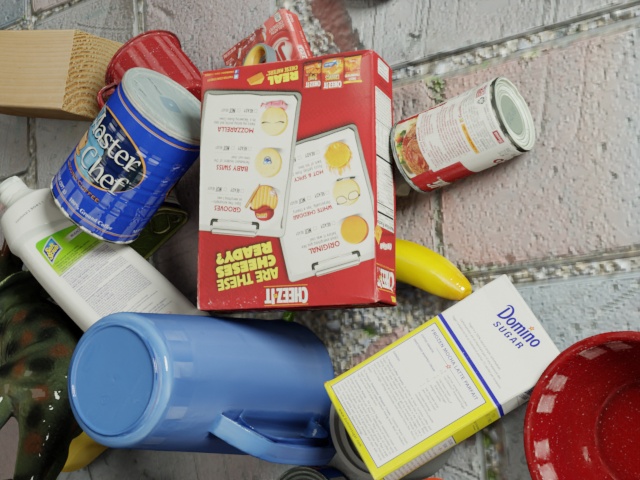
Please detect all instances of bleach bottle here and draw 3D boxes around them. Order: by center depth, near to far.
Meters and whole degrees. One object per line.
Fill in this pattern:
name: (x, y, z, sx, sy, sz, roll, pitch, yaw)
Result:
bleach bottle: (-0.231, 0.026, 1.083, 0.251, 0.102, 0.068, 45, 155, 9)

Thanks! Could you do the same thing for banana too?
banana: (0.047, 0.030, 0.962, 0.198, 0.037, 0.069, -10, 86, 36)

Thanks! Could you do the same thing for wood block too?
wood block: (-0.322, -0.190, 1.235, 0.206, 0.090, 0.091, 8, 90, 38)

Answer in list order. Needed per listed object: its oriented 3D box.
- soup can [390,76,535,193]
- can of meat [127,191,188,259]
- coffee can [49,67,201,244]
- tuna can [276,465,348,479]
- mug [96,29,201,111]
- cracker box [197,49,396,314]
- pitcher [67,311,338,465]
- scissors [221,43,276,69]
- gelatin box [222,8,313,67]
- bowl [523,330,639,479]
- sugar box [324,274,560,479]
soup can: (0.120, -0.088, 0.897, 0.102, 0.068, 0.068, -22, 72, 33)
can of meat: (-0.200, -0.035, 1.146, 0.102, 0.057, 0.084, -40, 61, 28)
coffee can: (-0.182, -0.081, 1.032, 0.140, 0.102, 0.103, -49, 59, 24)
tuna can: (-0.006, 0.249, 0.979, 0.086, 0.033, 0.086, -5, 82, 37)
mug: (-0.173, -0.153, 1.105, 0.081, 0.117, 0.093, 51, 148, 25)
cracker box: (-0.020, -0.046, 0.924, 0.164, 0.072, 0.214, -4, 81, 22)
pitcher: (-0.093, 0.131, 0.928, 0.149, 0.242, 0.145, -13, 75, 29)
scissors: (-0.091, -0.095, 1.028, 0.096, 0.016, 0.201, 6, 75, 49)
gelatin box: (-0.050, -0.175, 1.061, 0.089, 0.030, 0.073, -31, 67, 31)
bowl: (0.235, 0.148, 0.790, 0.162, 0.055, 0.162, -5, 82, 37)
sugar box: (0.100, 0.113, 0.861, 0.176, 0.048, 0.093, -30, 64, -1)
